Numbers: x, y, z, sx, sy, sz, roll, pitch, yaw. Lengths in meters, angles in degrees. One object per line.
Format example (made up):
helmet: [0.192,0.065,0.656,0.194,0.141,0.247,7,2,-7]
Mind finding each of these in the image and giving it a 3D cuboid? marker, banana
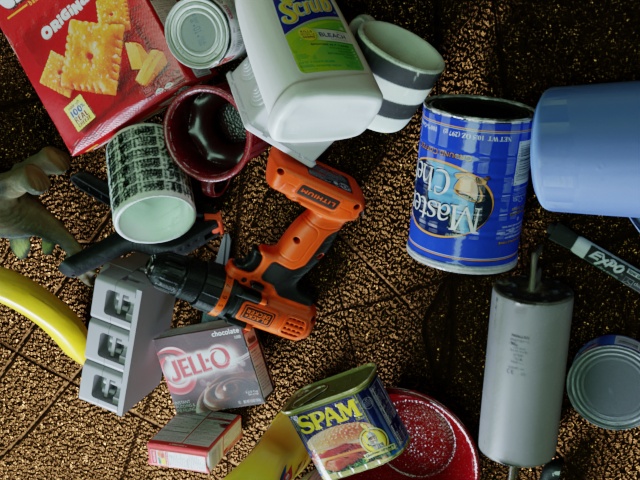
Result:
marker: [0.262,0.019,0.982,0.121,0.020,0.020,32,115,9]
banana: [-0.313,0.076,1.165,0.070,0.037,0.197,-22,132,41]

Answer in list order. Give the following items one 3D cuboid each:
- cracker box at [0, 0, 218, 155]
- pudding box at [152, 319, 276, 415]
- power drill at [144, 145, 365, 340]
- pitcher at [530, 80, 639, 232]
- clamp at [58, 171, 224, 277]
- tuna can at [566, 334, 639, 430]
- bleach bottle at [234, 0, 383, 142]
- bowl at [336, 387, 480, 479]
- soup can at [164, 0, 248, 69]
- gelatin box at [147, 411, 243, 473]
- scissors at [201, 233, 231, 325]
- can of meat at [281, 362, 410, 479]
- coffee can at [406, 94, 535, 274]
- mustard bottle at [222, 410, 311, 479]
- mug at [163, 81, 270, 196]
cracker box: [-0.227,-0.217,1.067,0.164,0.072,0.213,-26,95,25]
pudding box: [-0.113,0.132,1.132,0.114,0.039,0.090,-12,102,22]
power drill: [-0.057,0.001,1.044,0.184,0.057,0.188,21,117,-23]
pitcher: [0.304,-0.065,0.883,0.243,0.145,0.149,2,66,24]
clamp: [-0.188,-0.026,1.109,0.171,0.039,0.120,-7,68,-5]
tuna can: [0.277,0.133,1.004,0.086,0.033,0.086,6,109,19]
bleach bottle: [-0.035,-0.204,0.944,0.068,0.102,0.251,-56,49,47]
bowl: [0.089,0.214,1.090,0.162,0.055,0.162,6,109,19]
soup can: [-0.094,-0.201,1.004,0.069,0.102,0.068,6,109,19]
gelatin box: [-0.135,0.216,1.158,0.073,0.089,0.030,4,109,20]
scissors: [-0.103,0.096,1.149,0.096,0.016,0.202,32,115,7]
can of meat: [0.026,0.178,1.040,0.102,0.057,0.084,-23,100,26]
coffee can: [0.136,-0.052,0.962,0.103,0.102,0.140,11,110,17]
mustard bottle: [-0.059,0.240,1.079,0.058,0.191,0.096,31,115,9]
mug: [-0.095,-0.100,1.047,0.093,0.081,0.117,12,110,17]
